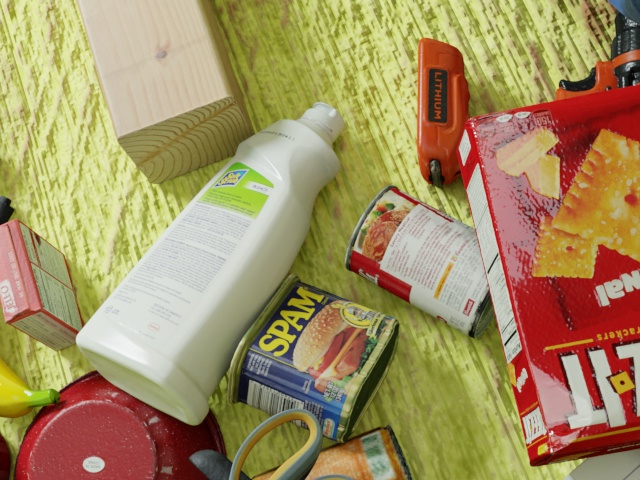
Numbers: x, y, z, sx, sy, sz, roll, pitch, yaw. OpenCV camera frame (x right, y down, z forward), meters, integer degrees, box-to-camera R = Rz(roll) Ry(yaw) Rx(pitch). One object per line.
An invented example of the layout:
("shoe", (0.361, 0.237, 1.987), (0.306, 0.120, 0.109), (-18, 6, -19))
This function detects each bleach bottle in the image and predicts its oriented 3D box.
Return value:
("bleach bottle", (-0.055, 0.001, 0.745), (0.103, 0.068, 0.250), (20, 61, 33))

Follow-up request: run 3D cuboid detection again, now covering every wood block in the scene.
("wood block", (-0.127, -0.162, 0.820), (0.091, 0.090, 0.206), (-20, 69, 3))

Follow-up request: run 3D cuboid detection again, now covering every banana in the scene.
("banana", (-0.257, 0.059, 0.779), (0.070, 0.037, 0.198), (-40, 70, 7))

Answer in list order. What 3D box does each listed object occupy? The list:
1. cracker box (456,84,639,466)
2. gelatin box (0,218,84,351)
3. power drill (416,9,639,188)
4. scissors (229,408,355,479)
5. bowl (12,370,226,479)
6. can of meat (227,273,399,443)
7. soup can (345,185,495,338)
("cracker box", (0.187, 0.015, 0.650), (0.164, 0.072, 0.214), (-10, 73, -1))
("gelatin box", (-0.206, 0.034, 0.770), (0.030, 0.089, 0.073), (-22, 69, 3))
("power drill", (0.163, -0.108, 0.760), (0.188, 0.057, 0.184), (0, 71, 12))
("scissors", (-0.049, 0.193, 0.627), (0.096, 0.016, 0.201), (31, 73, 11))
("bowl", (-0.148, 0.160, 0.736), (0.162, 0.055, 0.162), (-3, 71, 10))
("can of meat", (-0.002, 0.079, 0.715), (0.084, 0.057, 0.102), (21, 41, 14))
("soup can", (0.077, 0.014, 0.732), (0.102, 0.068, 0.068), (29, 80, 18))
